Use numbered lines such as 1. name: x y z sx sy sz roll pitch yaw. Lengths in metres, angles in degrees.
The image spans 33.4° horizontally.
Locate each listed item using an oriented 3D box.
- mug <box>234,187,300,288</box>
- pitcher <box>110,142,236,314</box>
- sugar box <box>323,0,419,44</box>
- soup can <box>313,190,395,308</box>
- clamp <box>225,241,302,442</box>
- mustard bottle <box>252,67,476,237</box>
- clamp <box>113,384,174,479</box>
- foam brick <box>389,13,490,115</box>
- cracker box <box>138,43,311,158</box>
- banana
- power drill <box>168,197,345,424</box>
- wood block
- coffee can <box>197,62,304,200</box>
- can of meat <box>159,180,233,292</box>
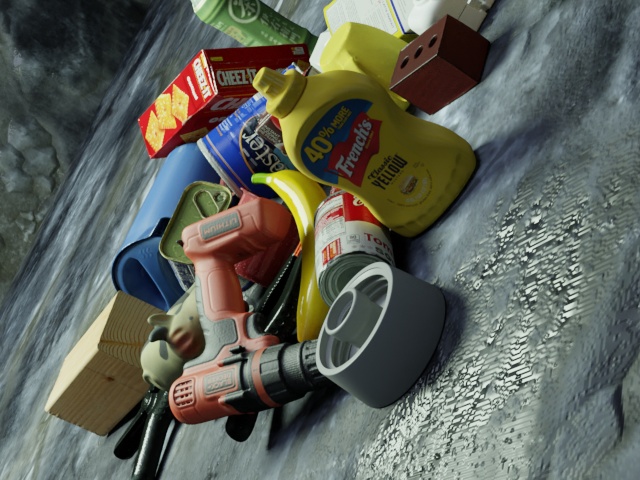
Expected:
1. mug: -0.057 0.001 1.133 0.081 0.093 0.117 -63 -11 2
2. pitcher: -0.177 -0.012 1.386 0.149 0.145 0.242 -33 27 28
3. sugar box: 0.077 -0.255 1.162 0.177 0.048 0.093 -29 76 50
4. soup can: 0.029 0.010 0.924 0.069 0.068 0.102 -49 22 25
5. clamp: -0.059 0.098 1.055 0.210 0.036 0.165 -64 16 -16
6. mustard bottle: 0.028 -0.085 0.879 0.096 0.191 0.058 -49 22 26
7. clamp: -0.189 0.193 1.221 0.120 0.039 0.171 3 67 59
8. foam brick: 0.111 -0.163 1.000 0.078 0.051 0.053 -32 34 52
9. cracker box: -0.127 -0.186 1.446 0.214 0.163 0.072 -31 75 53
10. banana: -0.012 0.003 1.013 0.070 0.037 0.198 -35 54 28
11. power drill: -0.059 0.060 0.951 0.185 0.057 0.187 -19 60 27
12. wood block: -0.265 0.161 1.354 0.206 0.090 0.090 -44 24 47
13. coffee can: -0.051 -0.114 1.188 0.140 0.102 0.103 -39 22 3
14. can of meat: -0.127 0.000 1.173 0.084 0.057 0.102 75 -149 -58
